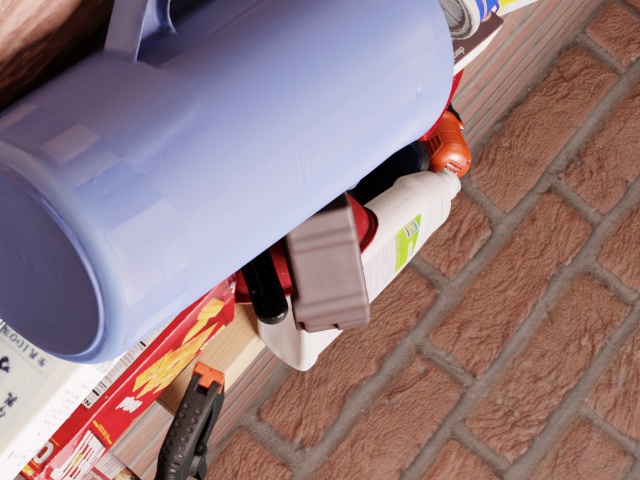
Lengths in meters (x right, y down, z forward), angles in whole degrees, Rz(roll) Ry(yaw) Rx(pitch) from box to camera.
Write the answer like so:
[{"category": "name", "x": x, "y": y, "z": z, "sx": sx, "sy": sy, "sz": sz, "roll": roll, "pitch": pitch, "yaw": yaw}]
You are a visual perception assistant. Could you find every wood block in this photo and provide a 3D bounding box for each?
[{"category": "wood block", "x": -0.095, "y": 0.077, "z": 1.059, "sx": 0.206, "sy": 0.091, "sz": 0.090, "roll": -48, "pitch": 172, "yaw": -14}]

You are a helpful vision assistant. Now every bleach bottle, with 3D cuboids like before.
[{"category": "bleach bottle", "x": 0.048, "y": 0.012, "z": 1.028, "sx": 0.250, "sy": 0.068, "sz": 0.102, "roll": -38, "pitch": 149, "yaw": -31}]

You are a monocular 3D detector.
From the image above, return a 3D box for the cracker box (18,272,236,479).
[{"category": "cracker box", "x": -0.158, "y": 0.098, "z": 0.835, "sx": 0.213, "sy": 0.072, "sz": 0.164, "roll": -48, "pitch": 172, "yaw": -17}]

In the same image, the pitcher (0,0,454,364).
[{"category": "pitcher", "x": -0.053, "y": -0.060, "z": 0.495, "sx": 0.242, "sy": 0.149, "sz": 0.145, "roll": -42, "pitch": -177, "yaw": -41}]

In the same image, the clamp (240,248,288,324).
[{"category": "clamp", "x": -0.055, "y": 0.001, "z": 0.823, "sx": 0.039, "sy": 0.120, "sz": 0.171, "roll": -11, "pitch": -177, "yaw": -4}]

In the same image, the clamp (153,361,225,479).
[{"category": "clamp", "x": -0.120, "y": 0.188, "z": 0.955, "sx": 0.164, "sy": 0.036, "sz": 0.210, "roll": -54, "pitch": 166, "yaw": -64}]
